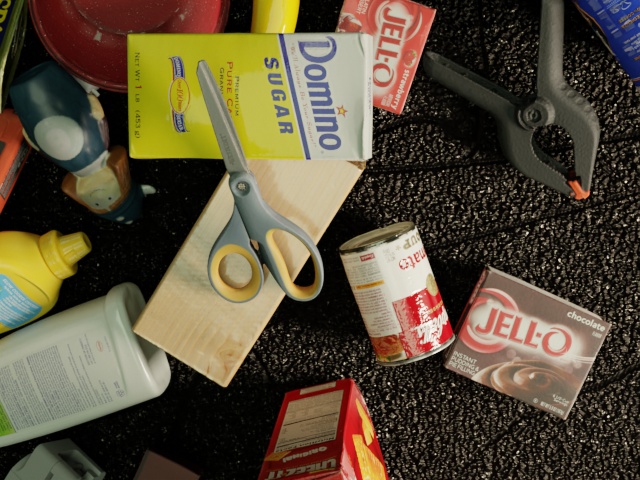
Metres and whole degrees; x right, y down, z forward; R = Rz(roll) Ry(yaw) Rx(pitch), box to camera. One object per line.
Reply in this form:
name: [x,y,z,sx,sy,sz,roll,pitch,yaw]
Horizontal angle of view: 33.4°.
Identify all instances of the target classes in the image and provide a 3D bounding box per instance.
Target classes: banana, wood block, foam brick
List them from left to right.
foam brick: [-0.140,0.224,0.921,0.051,0.053,0.078,23,84,1]
wood block: [-0.055,0.001,0.867,0.091,0.090,0.206,32,101,-2]
banana: [-0.052,-0.227,0.850,0.069,0.037,0.198,-19,101,-4]

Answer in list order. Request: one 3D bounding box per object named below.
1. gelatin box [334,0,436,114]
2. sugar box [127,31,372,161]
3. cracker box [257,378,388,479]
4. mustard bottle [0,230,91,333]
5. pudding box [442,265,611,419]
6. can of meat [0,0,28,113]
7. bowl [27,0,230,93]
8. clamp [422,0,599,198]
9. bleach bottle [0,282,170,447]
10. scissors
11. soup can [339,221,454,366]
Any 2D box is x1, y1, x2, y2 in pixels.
gelatin box: [0.045,-0.156,0.862,0.073,0.030,0.089,19,101,0]
sugar box: [-0.051,-0.105,0.780,0.176,0.048,0.093,1,97,11]
cracker box: [0.016,0.219,0.836,0.072,0.213,0.164,-16,98,6]
mustard bottle: [-0.279,0.041,0.892,0.192,0.058,0.096,-25,140,7]
pudding box: [0.170,0.084,0.891,0.113,0.039,0.090,23,100,0]
can of meat: [-0.283,-0.157,0.841,0.084,0.102,0.057,11,143,-10]
bowl: [-0.150,-0.199,0.834,0.162,0.055,0.162,0,87,-7]
clamp: [0.160,-0.106,0.855,0.120,0.039,0.171,-16,106,29]
bleach bottle: [-0.262,0.121,0.917,0.251,0.068,0.102,-18,99,9]
scissors: [-0.069,-0.028,0.778,0.096,0.016,0.201,-25,116,19]
soup can: [0.062,0.043,0.877,0.068,0.068,0.102,-19,98,7]
